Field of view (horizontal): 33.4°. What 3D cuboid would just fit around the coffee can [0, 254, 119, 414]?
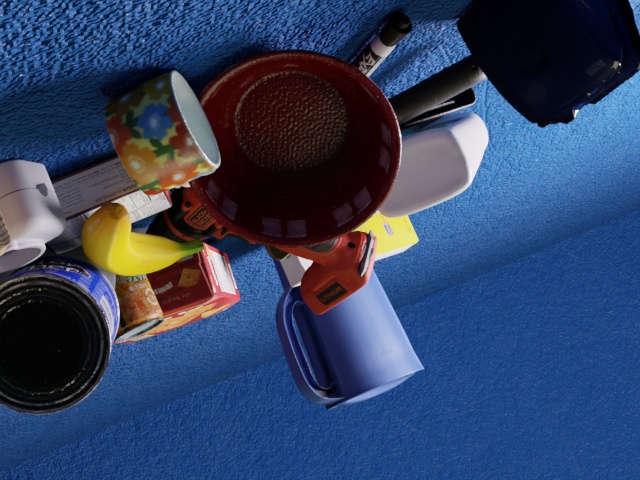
[{"bbox_3d":[-0.210,0.068,0.827,0.102,0.103,0.140,-23,-172,-6],"label":"coffee can"}]

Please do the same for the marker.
[{"bbox_3d":[0.039,-0.144,0.845,0.020,0.020,0.121,-18,169,-29],"label":"marker"}]

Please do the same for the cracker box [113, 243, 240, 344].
[{"bbox_3d":[-0.187,0.064,1.204,0.164,0.072,0.213,-19,175,1],"label":"cracker box"}]

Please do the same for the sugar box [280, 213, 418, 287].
[{"bbox_3d":[0.026,-0.012,1.291,0.175,0.093,0.048,-17,167,-36],"label":"sugar box"}]

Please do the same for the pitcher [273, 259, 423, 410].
[{"bbox_3d":[0.017,0.086,1.348,0.145,0.243,0.149,-25,170,5],"label":"pitcher"}]

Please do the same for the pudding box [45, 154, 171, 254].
[{"bbox_3d":[-0.181,-0.032,0.869,0.113,0.039,0.090,-24,170,-6],"label":"pudding box"}]

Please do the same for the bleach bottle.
[{"bbox_3d":[0.116,-0.088,1.085,0.103,0.068,0.250,-20,-172,17],"label":"bleach bottle"}]

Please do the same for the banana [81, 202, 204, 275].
[{"bbox_3d":[-0.157,0.000,0.874,0.069,0.037,0.197,-33,169,6],"label":"banana"}]

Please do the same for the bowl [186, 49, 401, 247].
[{"bbox_3d":[-0.021,-0.076,0.803,0.162,0.162,0.055,-26,-152,13],"label":"bowl"}]

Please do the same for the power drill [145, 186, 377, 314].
[{"bbox_3d":[-0.057,0.001,0.994,0.187,0.057,0.185,27,147,-20],"label":"power drill"}]

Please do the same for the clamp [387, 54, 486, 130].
[{"bbox_3d":[0.060,-0.114,0.988,0.210,0.036,0.164,-23,176,-3],"label":"clamp"}]
